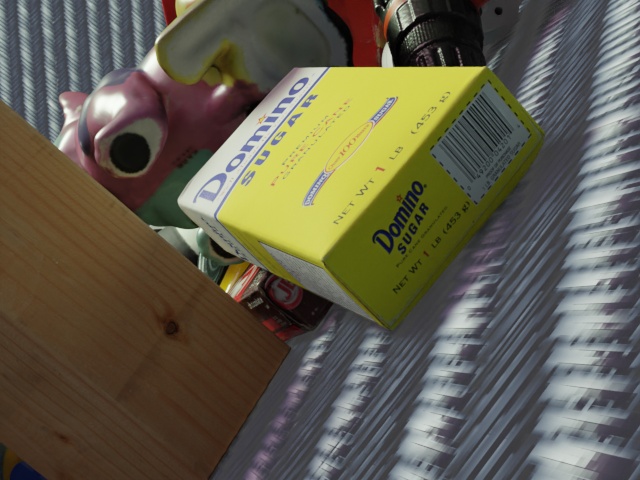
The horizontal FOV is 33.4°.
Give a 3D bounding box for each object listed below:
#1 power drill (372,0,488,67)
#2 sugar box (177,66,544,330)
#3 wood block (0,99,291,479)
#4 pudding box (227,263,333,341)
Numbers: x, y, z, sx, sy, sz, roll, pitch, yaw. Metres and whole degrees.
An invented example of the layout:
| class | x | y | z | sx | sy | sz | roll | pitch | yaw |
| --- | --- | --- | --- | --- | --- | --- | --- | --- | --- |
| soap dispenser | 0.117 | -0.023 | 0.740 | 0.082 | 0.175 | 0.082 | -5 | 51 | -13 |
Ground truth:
| class | x | y | z | sx | sy | sz | roll | pitch | yaw |
| --- | --- | --- | --- | --- | --- | --- | --- | --- | --- |
| power drill | 0.106 | -0.163 | 0.557 | 0.188 | 0.057 | 0.184 | -37 | 38 | 27 |
| sugar box | 0.005 | -0.028 | 0.444 | 0.093 | 0.048 | 0.176 | -49 | 26 | -10 |
| wood block | -0.130 | 0.028 | 0.488 | 0.090 | 0.206 | 0.090 | -41 | 10 | 45 |
| pudding box | -0.002 | 0.000 | 0.541 | 0.113 | 0.039 | 0.090 | -52 | 8 | -22 |
